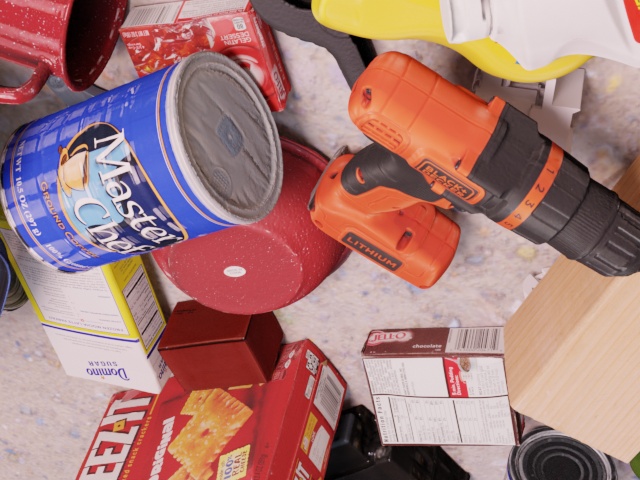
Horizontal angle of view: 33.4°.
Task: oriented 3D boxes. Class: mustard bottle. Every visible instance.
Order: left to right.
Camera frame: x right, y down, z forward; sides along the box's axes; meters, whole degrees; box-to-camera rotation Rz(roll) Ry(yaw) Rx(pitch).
[{"bbox_3d":[0.098,-0.135,0.560,0.191,0.058,0.096,14,100,-12],"label":"mustard bottle"}]

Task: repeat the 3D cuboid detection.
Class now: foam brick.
[{"bbox_3d":[-0.076,0.078,0.827,0.078,0.053,0.051,-9,129,24],"label":"foam brick"}]

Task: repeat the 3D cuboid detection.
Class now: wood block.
[{"bbox_3d":[0.205,0.024,0.645,0.090,0.090,0.206,26,121,-9],"label":"wood block"}]

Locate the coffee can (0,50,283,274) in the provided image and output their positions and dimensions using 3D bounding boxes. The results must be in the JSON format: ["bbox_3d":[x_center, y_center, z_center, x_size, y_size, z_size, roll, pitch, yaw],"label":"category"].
[{"bbox_3d":[-0.108,-0.044,0.647,0.141,0.102,0.102,-15,126,30],"label":"coffee can"}]

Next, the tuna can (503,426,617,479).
[{"bbox_3d":[0.187,0.187,0.833,0.086,0.086,0.034,7,131,9],"label":"tuna can"}]

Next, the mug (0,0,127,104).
[{"bbox_3d":[-0.171,-0.132,0.620,0.081,0.117,0.093,18,162,5],"label":"mug"}]

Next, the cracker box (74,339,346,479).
[{"bbox_3d":[-0.097,0.177,0.847,0.214,0.164,0.072,-18,123,29],"label":"cracker box"}]

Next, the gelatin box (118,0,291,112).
[{"bbox_3d":[-0.070,-0.112,0.664,0.089,0.030,0.073,-3,132,19],"label":"gelatin box"}]

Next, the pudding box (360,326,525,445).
[{"bbox_3d":[0.094,0.112,0.813,0.114,0.039,0.090,-2,121,20],"label":"pudding box"}]

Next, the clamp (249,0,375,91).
[{"bbox_3d":[0.026,-0.138,0.609,0.120,0.039,0.171,-35,123,30],"label":"clamp"}]

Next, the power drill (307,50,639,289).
[{"bbox_3d":[0.080,-0.023,0.629,0.184,0.057,0.188,33,159,-7],"label":"power drill"}]

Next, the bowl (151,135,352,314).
[{"bbox_3d":[-0.055,0.001,0.736,0.162,0.055,0.162,4,135,4],"label":"bowl"}]

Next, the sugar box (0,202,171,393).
[{"bbox_3d":[-0.176,0.040,0.817,0.093,0.048,0.176,8,138,21],"label":"sugar box"}]
